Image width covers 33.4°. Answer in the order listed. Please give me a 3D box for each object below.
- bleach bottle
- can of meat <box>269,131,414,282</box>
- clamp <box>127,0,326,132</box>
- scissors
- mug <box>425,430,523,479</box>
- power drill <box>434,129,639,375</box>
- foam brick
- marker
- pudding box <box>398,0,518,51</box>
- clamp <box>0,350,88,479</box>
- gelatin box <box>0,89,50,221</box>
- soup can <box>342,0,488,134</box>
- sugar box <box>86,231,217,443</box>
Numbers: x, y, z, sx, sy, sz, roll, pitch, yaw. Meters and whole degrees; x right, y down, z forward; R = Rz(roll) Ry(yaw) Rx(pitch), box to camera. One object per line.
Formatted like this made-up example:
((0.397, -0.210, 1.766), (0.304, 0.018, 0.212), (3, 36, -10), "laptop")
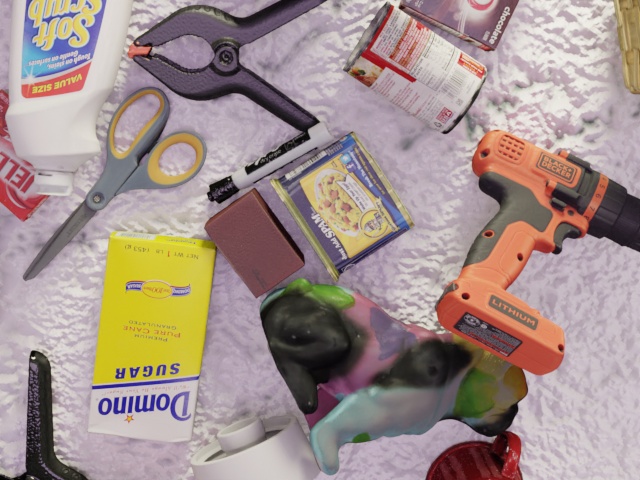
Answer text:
((-0.197, -0.161, 0.858), (0.102, 0.068, 0.251), (5, 92, -3), "bleach bottle")
((0.019, -0.031, 0.907), (0.084, 0.057, 0.102), (-33, 99, 1), "can of meat")
((-0.071, -0.164, 0.890), (0.171, 0.039, 0.120), (11, 99, -8), "clamp")
((-0.171, -0.034, 0.919), (0.096, 0.016, 0.202), (27, 97, -6), "scissors")
((0.148, 0.224, 0.940), (0.093, 0.081, 0.117), (25, 97, -6), "mug")
((0.188, 0.014, 0.877), (0.184, 0.057, 0.187), (26, 60, 4), "power drill")
((-0.056, 0.001, 0.912), (0.053, 0.051, 0.078), (-35, 99, 4), "foam brick")
((-0.044, -0.065, 0.907), (0.121, 0.020, 0.020), (-28, 99, 13), "marker")
((0.127, -0.227, 0.889), (0.090, 0.039, 0.113), (24, 97, -7), "pudding box")
((-0.270, 0.220, 0.943), (0.164, 0.036, 0.210), (-26, 102, 1), "clamp")
((-0.258, -0.072, 0.901), (0.089, 0.030, 0.073), (44, 94, -8), "gelatin box")
((0.079, -0.142, 0.886), (0.102, 0.068, 0.068), (32, 96, -7), "soup can")
((-0.145, 0.084, 0.924), (0.093, 0.048, 0.176), (7, 98, -4), "sugar box")
